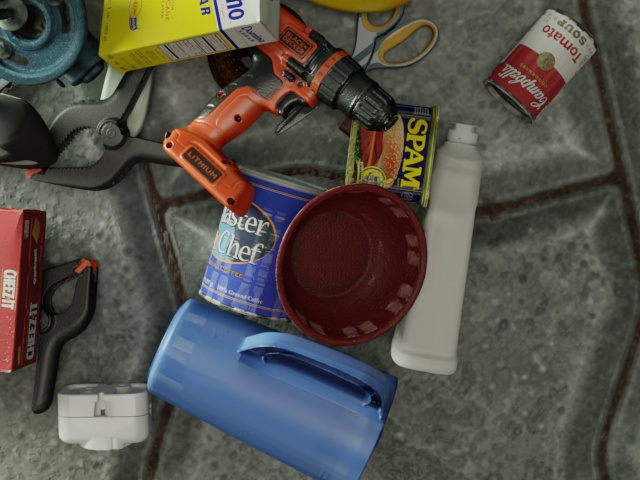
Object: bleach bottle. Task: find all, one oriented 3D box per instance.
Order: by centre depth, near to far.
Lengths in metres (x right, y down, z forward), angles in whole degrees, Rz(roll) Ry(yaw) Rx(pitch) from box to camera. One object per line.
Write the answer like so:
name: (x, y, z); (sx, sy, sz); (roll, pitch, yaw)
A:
bleach bottle: (0.127, 0.004, 1.100); (0.068, 0.102, 0.251); (10, 96, -1)

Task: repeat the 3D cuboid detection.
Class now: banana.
banana: (-0.003, -0.278, 1.096); (0.198, 0.037, 0.070); (32, 121, 2)

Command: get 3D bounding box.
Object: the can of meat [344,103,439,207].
can of meat: (0.070, -0.088, 1.062); (0.084, 0.057, 0.102); (7, 95, 1)

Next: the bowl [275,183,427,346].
bowl: (0.022, 0.019, 1.049); (0.161, 0.055, 0.162); (-6, 104, -23)

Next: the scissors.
scissors: (0.026, -0.196, 1.125); (0.202, 0.016, 0.096); (-24, 94, 2)

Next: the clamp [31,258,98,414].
clamp: (-0.304, 0.085, 1.137); (0.120, 0.039, 0.171); (29, 88, 2)

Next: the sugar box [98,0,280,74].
sugar box: (-0.125, -0.223, 1.025); (0.176, 0.048, 0.093); (-9, 67, 24)

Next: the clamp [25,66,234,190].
clamp: (-0.208, -0.120, 1.091); (0.210, 0.036, 0.164); (-17, 91, 8)

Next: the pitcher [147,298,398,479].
pitcher: (-0.048, 0.149, 1.097); (0.243, 0.145, 0.149); (24, 98, 0)

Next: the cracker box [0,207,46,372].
cracker box: (-0.397, 0.040, 1.098); (0.214, 0.072, 0.164); (5, 93, 9)

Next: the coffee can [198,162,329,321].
coffee can: (-0.057, 0.001, 1.099); (0.103, 0.103, 0.140); (17, 95, -2)

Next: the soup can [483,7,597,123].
soup can: (0.227, -0.181, 1.102); (0.068, 0.068, 0.102); (41, 93, -4)

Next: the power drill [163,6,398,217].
power drill: (-0.043, -0.115, 1.023); (0.184, 0.057, 0.187); (41, 88, 17)
